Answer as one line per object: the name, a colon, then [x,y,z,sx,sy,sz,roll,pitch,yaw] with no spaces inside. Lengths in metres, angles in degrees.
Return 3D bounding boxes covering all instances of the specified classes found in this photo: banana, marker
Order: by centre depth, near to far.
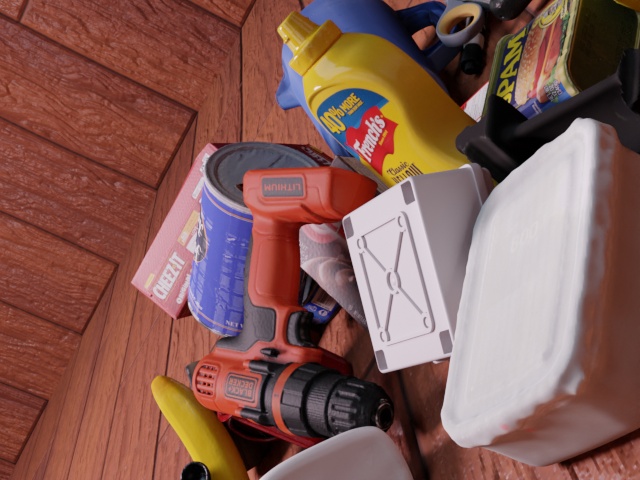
banana: [-0.091,0.203,0.893,0.037,0.070,0.198,12,-118,-71]
marker: [0.136,-0.187,0.931,0.020,0.020,0.121,-48,22,48]

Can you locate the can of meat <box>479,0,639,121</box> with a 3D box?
can of meat: [0.151,-0.103,0.668,0.084,0.057,0.102,-37,31,56]

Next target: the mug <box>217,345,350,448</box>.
mug: [-0.034,0.128,0.880,0.117,0.081,0.093,-55,17,31]

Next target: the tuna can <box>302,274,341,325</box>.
tuna can: [0.002,0.036,1.001,0.086,0.033,0.086,-57,16,26]

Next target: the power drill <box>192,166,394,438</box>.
power drill: [-0.012,0.043,0.757,0.185,0.057,0.187,3,80,44]

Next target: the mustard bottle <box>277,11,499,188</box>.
mustard bottle: [0.047,-0.082,0.716,0.058,0.191,0.096,-50,7,-24]

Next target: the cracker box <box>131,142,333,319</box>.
cracker box: [-0.075,-0.016,1.075,0.164,0.072,0.213,-59,-19,18]

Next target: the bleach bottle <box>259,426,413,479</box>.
bleach bottle: [-0.025,0.198,0.743,0.068,0.102,0.251,65,155,14]

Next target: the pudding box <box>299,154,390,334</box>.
pudding box: [0.034,0.003,0.810,0.039,0.114,0.090,-6,-47,-54]

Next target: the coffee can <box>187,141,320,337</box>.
coffee can: [-0.056,0.001,0.912,0.102,0.102,0.140,-85,6,-54]

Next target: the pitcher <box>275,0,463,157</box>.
pitcher: [0.051,-0.148,0.980,0.243,0.145,0.149,-110,35,-65]

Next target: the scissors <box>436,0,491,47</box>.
scissors: [0.109,-0.206,0.945,0.096,0.016,0.202,-48,26,-14]
